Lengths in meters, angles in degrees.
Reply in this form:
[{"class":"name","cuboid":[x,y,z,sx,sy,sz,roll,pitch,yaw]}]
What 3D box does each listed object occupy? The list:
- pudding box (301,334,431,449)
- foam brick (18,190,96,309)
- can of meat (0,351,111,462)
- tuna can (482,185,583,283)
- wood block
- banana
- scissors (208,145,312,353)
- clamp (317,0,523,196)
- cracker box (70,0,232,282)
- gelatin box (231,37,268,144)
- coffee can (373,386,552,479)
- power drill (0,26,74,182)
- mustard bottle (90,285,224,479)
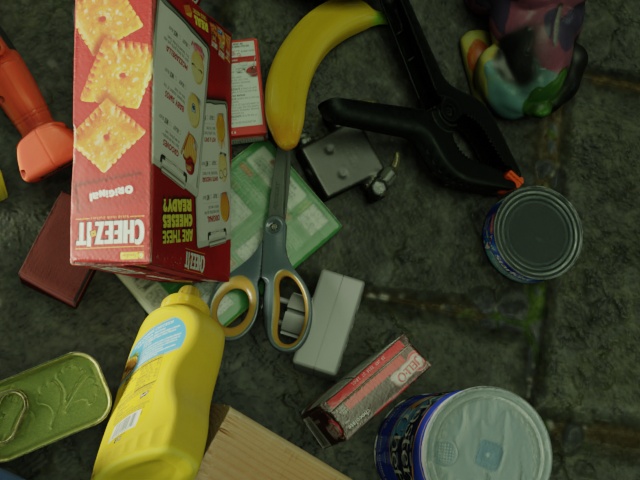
[{"class":"pudding box","cuboid":[0.034,0.125,0.867,0.090,0.114,0.039,-38,86,-16]},{"class":"foam brick","cuboid":[-0.204,0.009,0.867,0.051,0.053,0.078,26,74,-7]},{"class":"can of meat","cuboid":[-0.216,0.129,0.825,0.102,0.084,0.057,-22,85,-16]},{"class":"tuna can","cuboid":[0.191,-0.004,0.967,0.086,0.034,0.086,2,79,-12]},{"class":"wood block","cuboid":[-0.020,0.217,0.833,0.206,0.090,0.090,34,73,-15]},{"class":"banana","cuboid":[-0.004,-0.158,0.931,0.070,0.037,0.197,24,57,19]},{"class":"scissors","cuboid":[-0.056,0.001,0.900,0.096,0.016,0.202,-12,69,4]},{"class":"clamp","cuboid":[0.102,-0.119,0.946,0.209,0.036,0.164,34,58,-23]},{"class":"cracker box","cuboid":[-0.126,-0.079,0.820,0.072,0.164,0.214,-2,83,15]},{"class":"gelatin box","cuboid":[-0.086,-0.128,0.925,0.073,0.030,0.089,-6,81,-1]},{"class":"coffee can","cuboid":[0.110,0.172,0.861,0.102,0.140,0.103,2,79,-12]},{"class":"power drill","cuboid":[-0.249,-0.138,0.826,0.057,0.184,0.187,-28,96,-6]},{"class":"mustard bottle","cuboid":[-0.117,0.106,0.815,0.058,0.096,0.191,37,36,-24]}]
